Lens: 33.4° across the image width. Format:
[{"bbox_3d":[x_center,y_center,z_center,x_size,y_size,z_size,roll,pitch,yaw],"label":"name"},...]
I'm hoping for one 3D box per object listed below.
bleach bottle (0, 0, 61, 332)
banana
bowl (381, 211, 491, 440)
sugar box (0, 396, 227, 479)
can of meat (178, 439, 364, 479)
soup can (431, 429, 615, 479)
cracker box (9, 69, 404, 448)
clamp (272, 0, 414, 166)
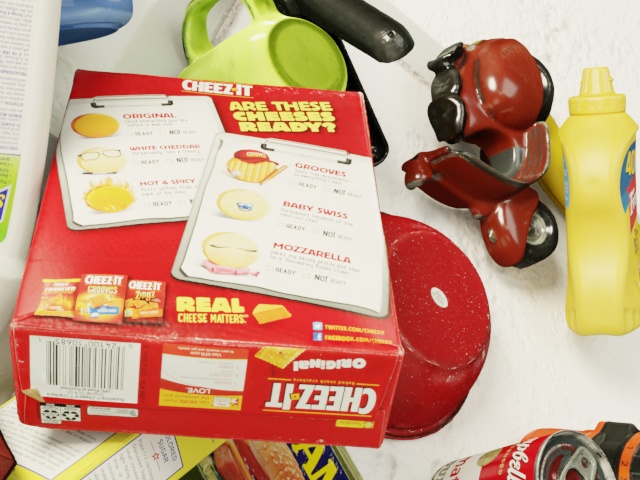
[{"bbox_3d":[-0.179,-0.053,0.494,0.102,0.068,0.251,5,101,-21],"label":"bleach bottle"},{"bbox_3d":[0.208,-0.051,0.863,0.069,0.037,0.198,-40,96,-39],"label":"banana"},{"bbox_3d":[0.059,0.045,0.697,0.161,0.055,0.162,16,62,-32],"label":"bowl"},{"bbox_3d":[-0.090,0.082,0.541,0.175,0.094,0.048,-31,120,-42],"label":"sugar box"},{"bbox_3d":[-0.035,0.130,0.588,0.083,0.058,0.102,-29,89,-39],"label":"can of meat"},{"bbox_3d":[0.123,0.161,0.661,0.068,0.102,0.068,15,62,-31],"label":"soup can"},{"bbox_3d":[-0.053,0.001,0.534,0.164,0.072,0.213,4,37,-7],"label":"cracker box"},{"bbox_3d":[-0.007,-0.158,0.693,0.036,0.165,0.210,-31,81,-13],"label":"clamp"}]
